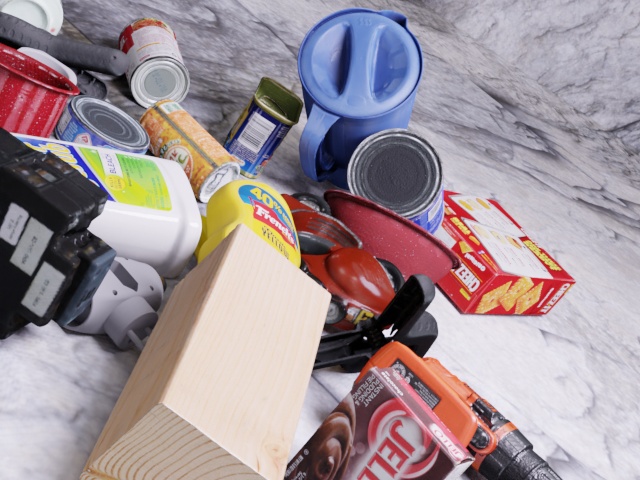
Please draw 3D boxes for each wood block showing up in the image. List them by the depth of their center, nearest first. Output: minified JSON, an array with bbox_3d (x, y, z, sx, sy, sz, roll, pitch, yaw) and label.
[{"bbox_3d":[-0.067,0.091,0.707,0.090,0.090,0.206,40,29,-14],"label":"wood block"}]

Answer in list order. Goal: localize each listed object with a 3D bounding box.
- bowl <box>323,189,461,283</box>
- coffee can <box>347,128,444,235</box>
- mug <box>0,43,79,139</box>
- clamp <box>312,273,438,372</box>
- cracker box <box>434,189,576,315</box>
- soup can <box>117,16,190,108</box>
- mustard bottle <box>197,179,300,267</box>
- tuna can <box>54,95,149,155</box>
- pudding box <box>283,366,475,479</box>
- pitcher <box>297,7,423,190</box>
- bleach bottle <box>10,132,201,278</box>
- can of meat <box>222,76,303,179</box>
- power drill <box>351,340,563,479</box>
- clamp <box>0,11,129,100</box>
[{"bbox_3d":[0.062,0.011,1.105,0.162,0.055,0.162,28,-10,5],"label":"bowl"},{"bbox_3d":[0.086,-0.053,1.186,0.103,0.103,0.140,42,-6,14],"label":"coffee can"},{"bbox_3d":[-0.265,-0.113,0.875,0.117,0.081,0.093,36,12,29],"label":"mug"},{"bbox_3d":[0.055,0.080,0.910,0.209,0.165,0.036,15,51,-60],"label":"clamp"},{"bbox_3d":[0.200,0.016,1.331,0.213,0.072,0.164,7,36,-52],"label":"cracker box"},{"bbox_3d":[-0.187,-0.198,1.195,0.068,0.069,0.102,22,26,-31],"label":"soup can"},{"bbox_3d":[-0.055,0.001,0.892,0.096,0.058,0.191,45,18,-22],"label":"mustard bottle"},{"bbox_3d":[-0.206,-0.100,1.013,0.086,0.034,0.086,30,22,-14],"label":"tuna can"},{"bbox_3d":[0.038,0.158,0.745,0.090,0.114,0.039,48,21,26],"label":"pudding box"},{"bbox_3d":[0.037,-0.141,1.227,0.243,0.149,0.145,87,-11,-70],"label":"pitcher"},{"bbox_3d":[-0.220,-0.037,0.805,0.250,0.068,0.102,10,38,-32],"label":"bleach bottle"},{"bbox_3d":[-0.068,-0.127,1.205,0.057,0.084,0.102,32,22,-10],"label":"can of meat"},{"bbox_3d":[0.116,0.157,0.882,0.185,0.057,0.187,40,2,29],"label":"power drill"},{"bbox_3d":[-0.273,-0.181,1.044,0.171,0.120,0.039,20,69,-9],"label":"clamp"}]
